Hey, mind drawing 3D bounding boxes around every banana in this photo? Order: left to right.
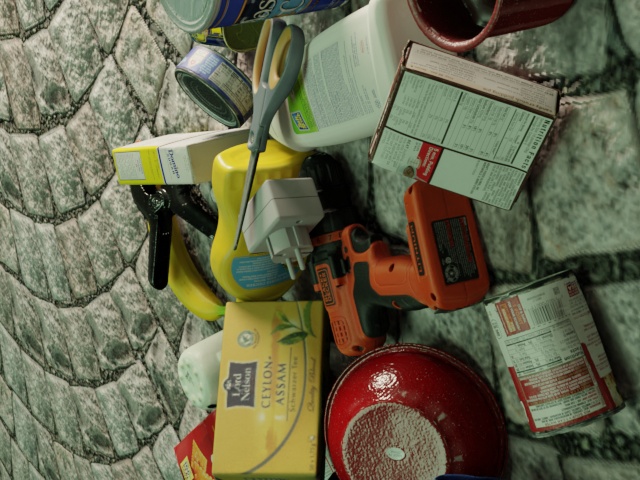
[{"bbox_3d":[-0.159,0.023,1.243,0.070,0.037,0.198,-45,66,28],"label":"banana"}]

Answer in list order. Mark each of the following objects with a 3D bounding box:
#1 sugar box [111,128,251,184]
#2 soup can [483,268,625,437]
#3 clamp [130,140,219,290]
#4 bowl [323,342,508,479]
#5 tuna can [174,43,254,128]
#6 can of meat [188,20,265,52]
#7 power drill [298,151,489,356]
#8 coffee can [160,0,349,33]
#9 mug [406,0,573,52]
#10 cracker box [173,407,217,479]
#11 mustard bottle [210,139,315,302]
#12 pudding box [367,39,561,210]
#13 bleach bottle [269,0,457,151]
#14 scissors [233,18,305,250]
[{"bbox_3d":[-0.135,-0.085,1.098,0.177,0.093,0.048,8,112,55],"label":"sugar box"},{"bbox_3d":[0.163,0.078,0.748,0.069,0.068,0.102,-28,80,57],"label":"soup can"},{"bbox_3d":[-0.179,-0.032,1.214,0.120,0.039,0.171,-40,63,20],"label":"clamp"},{"bbox_3d":[0.068,0.168,0.872,0.162,0.055,0.162,3,99,22],"label":"bowl"},{"bbox_3d":[-0.099,-0.147,1.029,0.086,0.033,0.086,37,167,10],"label":"tuna can"},{"bbox_3d":[-0.089,-0.230,0.995,0.084,0.057,0.102,21,122,54],"label":"can of meat"},{"bbox_3d":[0.052,0.000,0.891,0.188,0.057,0.184,-19,86,59],"label":"power drill"},{"bbox_3d":[-0.052,-0.228,0.860,0.103,0.140,0.103,31,129,47],"label":"coffee can"},{"bbox_3d":[0.120,-0.172,0.681,0.117,0.081,0.093,18,119,53],"label":"mug"},{"bbox_3d":[-0.087,0.275,1.198,0.164,0.072,0.214,68,152,15],"label":"cracker box"},{"bbox_3d":[-0.057,0.001,1.017,0.058,0.096,0.192,43,138,45],"label":"mustard bottle"},{"bbox_3d":[0.098,-0.078,0.744,0.039,0.113,0.090,-74,2,-48],"label":"pudding box"},{"bbox_3d":[0.012,-0.132,0.884,0.251,0.068,0.102,-6,97,60],"label":"bleach bottle"},{"bbox_3d":[-0.044,-0.094,0.892,0.096,0.016,0.202,169,109,-65],"label":"scissors"}]
